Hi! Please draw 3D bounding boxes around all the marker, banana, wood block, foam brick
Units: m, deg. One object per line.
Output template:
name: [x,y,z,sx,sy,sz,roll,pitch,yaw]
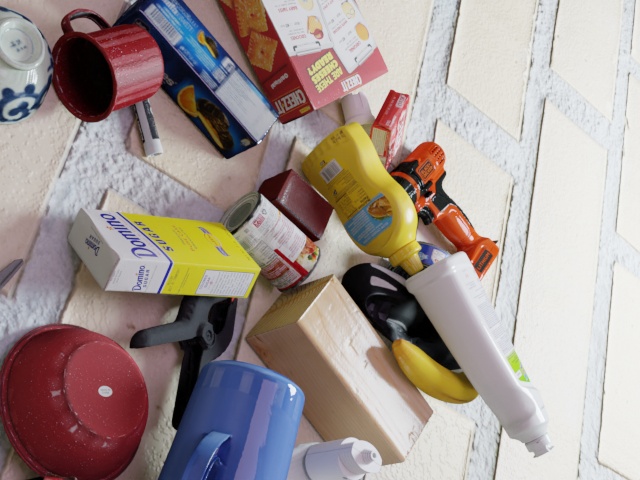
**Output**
marker: [-0.195,-0.150,1.157,0.020,0.020,0.121,-10,83,-45]
banana: [0.145,0.158,1.251,0.197,0.037,0.069,15,50,-52]
wood block: [0.024,0.152,1.208,0.206,0.091,0.090,54,46,-15]
foam brick: [-0.034,-0.036,1.246,0.078,0.053,0.051,42,51,-26]

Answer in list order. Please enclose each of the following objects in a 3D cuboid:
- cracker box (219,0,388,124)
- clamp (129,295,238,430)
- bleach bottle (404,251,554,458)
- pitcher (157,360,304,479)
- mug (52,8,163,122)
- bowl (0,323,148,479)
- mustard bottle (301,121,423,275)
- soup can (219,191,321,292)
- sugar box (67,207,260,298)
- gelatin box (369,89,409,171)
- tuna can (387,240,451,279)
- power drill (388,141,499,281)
cracker box: [-0.028,-0.271,1.322,0.163,0.072,0.213,-33,100,-44]
clamp: [-0.129,0.112,1.107,0.171,0.039,0.120,-44,129,-52]
bleach bottle: [0.195,0.137,1.241,0.251,0.068,0.102,61,24,6]
pitcher: [-0.098,0.238,1.003,0.144,0.149,0.242,29,64,-27]
mug: [-0.222,-0.186,1.098,0.081,0.093,0.117,-31,88,-50]
bowl: [-0.215,0.145,0.992,0.161,0.055,0.162,27,49,-37]
mustard bottle: [0.061,-0.040,1.276,0.058,0.096,0.192,-26,78,-47]
soup can: [-0.058,0.001,1.200,0.102,0.069,0.068,43,51,-24]
sugar box: [-0.157,0.014,1.086,0.175,0.048,0.093,8,27,-44]
gelatin box: [0.087,-0.137,1.374,0.030,0.089,0.073,20,52,11]
tuna can: [0.128,0.039,1.350,0.086,0.086,0.033,39,54,-27]
power drill: [0.149,-0.019,1.410,0.187,0.057,0.184,55,46,-14]
